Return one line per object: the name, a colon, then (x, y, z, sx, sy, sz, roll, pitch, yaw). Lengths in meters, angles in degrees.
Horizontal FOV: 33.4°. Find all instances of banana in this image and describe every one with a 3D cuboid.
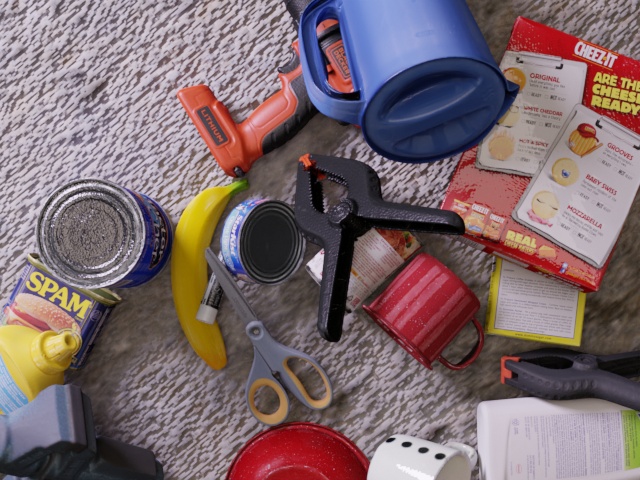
banana: (-0.118, 0.030, 1.080, 0.069, 0.037, 0.198, 7, 88, 4)

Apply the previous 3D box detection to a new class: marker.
marker: (-0.096, 0.024, 1.062, 0.020, 0.020, 0.121, 18, 79, 3)

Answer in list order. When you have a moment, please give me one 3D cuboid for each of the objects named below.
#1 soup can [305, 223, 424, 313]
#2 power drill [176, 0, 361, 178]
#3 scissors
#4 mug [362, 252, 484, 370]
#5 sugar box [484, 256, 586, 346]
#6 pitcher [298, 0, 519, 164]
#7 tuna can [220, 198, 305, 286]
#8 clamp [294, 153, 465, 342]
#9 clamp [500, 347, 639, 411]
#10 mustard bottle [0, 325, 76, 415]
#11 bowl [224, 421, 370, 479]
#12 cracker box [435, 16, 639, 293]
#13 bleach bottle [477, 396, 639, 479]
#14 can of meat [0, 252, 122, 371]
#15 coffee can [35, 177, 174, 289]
soup can: (0.043, 0.015, 1.057, 0.102, 0.068, 0.068, -44, 86, 1)
power drill: (-0.047, -0.164, 1.074, 0.187, 0.057, 0.184, -31, 85, 2)
scissors: (-0.073, 0.107, 1.060, 0.096, 0.016, 0.201, -43, 103, 10)
mug: (0.110, 0.074, 1.042, 0.117, 0.093, 0.081, 43, 86, 2)
sugar box: (0.219, 0.012, 1.060, 0.093, 0.048, 0.176, 8, 85, 4)
pitcher: (0.067, -0.200, 0.989, 0.145, 0.149, 0.243, -34, 50, 25)
tuna can: (-0.057, 0.001, 1.056, 0.034, 0.085, 0.086, 6, 98, 48)
clamp: (0.038, -0.022, 1.011, 0.165, 0.036, 0.210, -36, 46, 12)
clamp: (0.266, 0.128, 1.039, 0.172, 0.120, 0.039, 9, 106, 22)
mustard bottle: (-0.306, 0.136, 1.037, 0.192, 0.058, 0.096, -30, 91, 29)
bowl: (-0.022, 0.264, 1.058, 0.162, 0.055, 0.162, 0, 88, 4)
cracker box: (0.220, -0.078, 1.008, 0.164, 0.072, 0.213, 22, 86, 5)
bleach bottle: (0.283, 0.201, 1.041, 0.251, 0.068, 0.102, -2, 88, 1)
can of meat: (-0.266, 0.073, 1.078, 0.102, 0.057, 0.084, 29, 92, 4)
coffee can: (-0.205, -0.004, 1.034, 0.103, 0.140, 0.103, 0, 88, 3)
